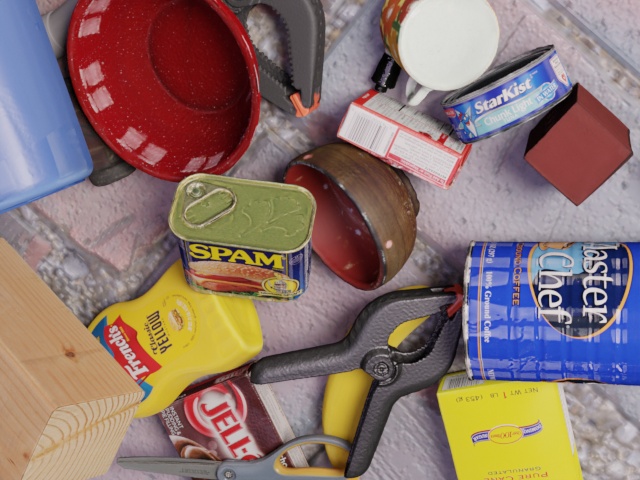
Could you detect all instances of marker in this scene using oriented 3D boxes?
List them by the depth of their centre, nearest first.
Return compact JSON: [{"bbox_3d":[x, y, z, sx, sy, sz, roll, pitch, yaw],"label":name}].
[{"bbox_3d":[0.065,-0.162,0.764,0.020,0.020,0.121,25,111,6],"label":"marker"}]

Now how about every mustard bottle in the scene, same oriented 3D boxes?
[{"bbox_3d":[-0.142,0.090,0.871,0.192,0.058,0.096,-32,72,22],"label":"mustard bottle"}]

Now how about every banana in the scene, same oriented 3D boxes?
[{"bbox_3d":[0.042,0.106,0.843,0.069,0.037,0.198,31,112,5],"label":"banana"}]

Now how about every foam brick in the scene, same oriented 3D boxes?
[{"bbox_3d":[0.177,-0.067,0.732,0.051,0.078,0.053,42,112,-2],"label":"foam brick"}]

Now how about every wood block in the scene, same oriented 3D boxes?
[{"bbox_3d":[-0.246,0.092,0.844,0.206,0.090,0.090,41,115,29],"label":"wood block"}]

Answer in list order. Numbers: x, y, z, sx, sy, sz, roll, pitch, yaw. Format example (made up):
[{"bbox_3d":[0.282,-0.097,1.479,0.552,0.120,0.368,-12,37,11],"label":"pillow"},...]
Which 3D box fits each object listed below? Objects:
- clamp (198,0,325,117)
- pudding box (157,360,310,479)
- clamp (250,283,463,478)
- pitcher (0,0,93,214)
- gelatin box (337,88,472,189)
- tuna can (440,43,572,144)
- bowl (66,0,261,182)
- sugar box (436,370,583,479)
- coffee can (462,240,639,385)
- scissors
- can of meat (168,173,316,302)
[{"bbox_3d":[-0.049,-0.191,0.774,0.165,0.036,0.210,-31,97,29],"label":"clamp"},{"bbox_3d":[-0.071,0.167,0.891,0.090,0.039,0.113,-24,100,19],"label":"pudding box"},{"bbox_3d":[0.047,0.101,0.800,0.171,0.039,0.120,-31,109,12],"label":"clamp"},{"bbox_3d":[-0.258,-0.136,0.746,0.145,0.149,0.243,-6,107,63],"label":"pitcher"},{"bbox_3d":[0.063,-0.073,0.763,0.089,0.073,0.030,27,110,5],"label":"gelatin box"},{"bbox_3d":[0.127,-0.100,0.731,0.086,0.086,0.034,-25,100,20],"label":"tuna can"},{"bbox_3d":[-0.103,-0.125,0.776,0.162,0.055,0.162,13,122,22],"label":"bowl"},{"bbox_3d":[0.156,0.184,0.832,0.093,0.048,0.176,-12,102,18],"label":"sugar box"},{"bbox_3d":[0.177,0.051,0.754,0.140,0.102,0.103,0,107,15],"label":"coffee can"},{"bbox_3d":[-0.061,0.205,0.868,0.202,0.016,0.096,-12,102,14],"label":"scissors"},{"bbox_3d":[-0.055,0.001,0.784,0.102,0.057,0.084,7,149,4],"label":"can of meat"}]
